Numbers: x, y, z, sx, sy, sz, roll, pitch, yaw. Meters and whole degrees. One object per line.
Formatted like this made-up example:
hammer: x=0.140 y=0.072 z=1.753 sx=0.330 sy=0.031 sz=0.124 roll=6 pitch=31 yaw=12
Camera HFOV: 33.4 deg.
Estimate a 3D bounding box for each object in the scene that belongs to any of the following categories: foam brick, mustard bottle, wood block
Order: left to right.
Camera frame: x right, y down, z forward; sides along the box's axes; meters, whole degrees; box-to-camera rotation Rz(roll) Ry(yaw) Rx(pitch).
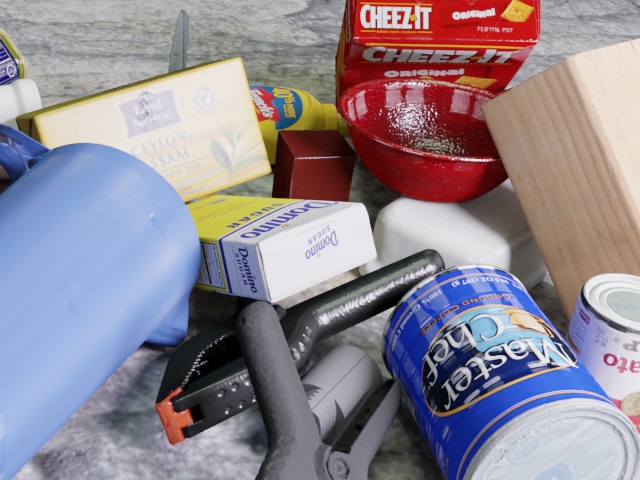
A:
mustard bottle: x=-0.061 y=-0.107 z=0.976 sx=0.191 sy=0.058 sz=0.096 roll=0 pitch=35 yaw=-14
foam brick: x=-0.007 y=-0.045 z=0.861 sx=0.053 sy=0.078 sz=0.051 roll=-2 pitch=33 yaw=-17
wood block: x=0.206 y=-0.023 z=0.740 sx=0.090 sy=0.206 sz=0.090 roll=-19 pitch=-5 yaw=-40

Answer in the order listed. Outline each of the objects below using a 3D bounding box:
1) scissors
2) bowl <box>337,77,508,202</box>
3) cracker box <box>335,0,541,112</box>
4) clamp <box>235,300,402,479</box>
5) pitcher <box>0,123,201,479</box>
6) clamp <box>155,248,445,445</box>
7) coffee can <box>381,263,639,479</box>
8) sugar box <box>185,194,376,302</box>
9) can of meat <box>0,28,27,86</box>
scissors: x=-0.109 y=-0.107 z=0.913 sx=0.096 sy=0.016 sz=0.201 roll=22 pitch=61 yaw=-5
bowl: x=0.090 y=-0.074 z=0.832 sx=0.162 sy=0.055 sz=0.162 roll=6 pitch=29 yaw=-3
cracker box: x=0.100 y=-0.178 z=1.003 sx=0.164 sy=0.072 sz=0.214 roll=0 pitch=-9 yaw=-3
clamp: x=-0.008 y=0.114 z=0.557 sx=0.120 sy=0.039 sz=0.171 roll=34 pitch=39 yaw=-21
pitcher: x=-0.183 y=0.043 z=0.605 sx=0.149 sy=0.145 sz=0.242 roll=14 pitch=33 yaw=14
clamp: x=-0.039 y=0.059 z=0.684 sx=0.165 sy=0.036 sz=0.209 roll=0 pitch=26 yaw=44
coffee can: x=0.105 y=0.093 z=0.620 sx=0.102 sy=0.103 sz=0.140 roll=-2 pitch=31 yaw=-17
sugar box: x=-0.055 y=0.001 z=0.733 sx=0.093 sy=0.048 sz=0.177 roll=-22 pitch=15 yaw=-37
can of meat: x=-0.318 y=-0.132 z=0.923 sx=0.102 sy=0.057 sz=0.083 roll=-26 pitch=13 yaw=36
